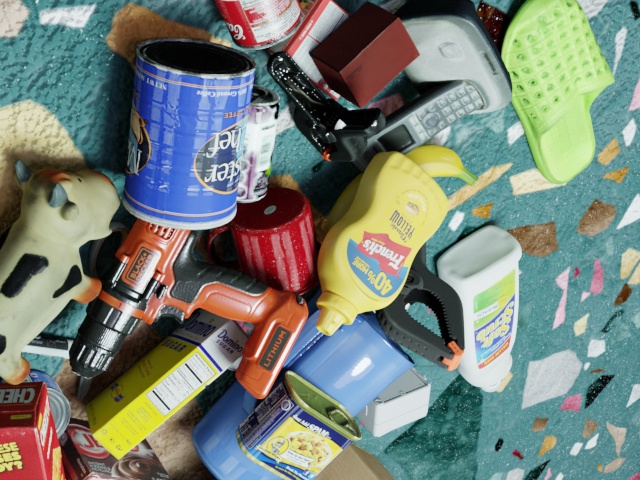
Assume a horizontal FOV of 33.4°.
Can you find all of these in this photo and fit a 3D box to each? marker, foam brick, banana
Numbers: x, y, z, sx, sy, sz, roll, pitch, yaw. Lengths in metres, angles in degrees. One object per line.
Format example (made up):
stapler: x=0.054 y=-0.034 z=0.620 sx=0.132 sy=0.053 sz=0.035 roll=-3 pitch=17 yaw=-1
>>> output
marker: x=-0.282 y=0.097 z=1.007 sx=0.120 sy=0.020 sz=0.020 roll=15 pitch=110 yaw=-42
foam brick: x=0.041 y=-0.172 z=0.988 sx=0.078 sy=0.051 sz=0.053 roll=-42 pitch=134 yaw=-6
banana: x=0.077 y=-0.056 z=1.136 sx=0.197 sy=0.069 sz=0.037 roll=-26 pitch=172 yaw=-17

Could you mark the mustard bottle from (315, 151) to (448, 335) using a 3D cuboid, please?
mustard bottle: x=0.050 y=0.011 z=1.064 sx=0.096 sy=0.058 sz=0.191 roll=43 pitch=68 yaw=-29

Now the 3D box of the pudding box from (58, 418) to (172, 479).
pudding box: x=-0.217 y=0.230 z=1.100 sx=0.113 sy=0.090 sz=0.039 roll=26 pitch=104 yaw=-45

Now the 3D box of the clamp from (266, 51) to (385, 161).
clamp: x=0.016 y=-0.110 z=1.004 sx=0.039 sy=0.120 sz=0.171 roll=-51 pitch=160 yaw=-6

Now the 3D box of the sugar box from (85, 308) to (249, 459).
sugar box: x=-0.154 y=0.136 z=1.076 sx=0.176 sy=0.093 sz=0.048 roll=-43 pitch=109 yaw=-6

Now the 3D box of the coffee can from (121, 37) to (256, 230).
coffee can: x=-0.115 y=-0.094 z=0.929 sx=0.102 sy=0.103 sz=0.140 roll=-7 pitch=120 yaw=-33

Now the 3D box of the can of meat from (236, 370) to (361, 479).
can of meat: x=-0.024 y=0.195 z=1.085 sx=0.102 sy=0.057 sz=0.084 roll=37 pitch=102 yaw=-30

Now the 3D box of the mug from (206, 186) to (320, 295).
mug: x=-0.057 y=0.001 z=1.068 sx=0.117 sy=0.093 sz=0.081 roll=-5 pitch=125 yaw=9

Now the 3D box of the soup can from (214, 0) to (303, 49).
soup can: x=-0.062 y=-0.223 z=0.908 sx=0.068 sy=0.069 sz=0.102 roll=-35 pitch=134 yaw=-11

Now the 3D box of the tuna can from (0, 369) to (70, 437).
tuna can: x=-0.291 y=0.169 z=1.042 sx=0.086 sy=0.034 sz=0.086 roll=-19 pitch=130 yaw=-25

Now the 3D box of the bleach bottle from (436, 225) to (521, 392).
bleach bottle: x=0.210 y=0.102 z=1.347 sx=0.102 sy=0.068 sz=0.251 roll=-31 pitch=136 yaw=-15

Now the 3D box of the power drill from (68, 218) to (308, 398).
power drill: x=-0.121 y=0.075 z=0.999 sx=0.187 sy=0.057 sz=0.184 roll=28 pitch=92 yaw=-14

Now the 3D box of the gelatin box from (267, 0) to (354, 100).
gelatin box: x=0.004 y=-0.185 z=1.011 sx=0.089 sy=0.030 sz=0.073 roll=29 pitch=99 yaw=-45

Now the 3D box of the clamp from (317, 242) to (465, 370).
clamp: x=0.094 y=0.044 z=1.129 sx=0.164 sy=0.210 sz=0.036 roll=-25 pitch=149 yaw=-28

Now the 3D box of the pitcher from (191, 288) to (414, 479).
pitcher: x=-0.028 y=0.164 z=1.168 sx=0.243 sy=0.145 sz=0.149 roll=-45 pitch=110 yaw=3

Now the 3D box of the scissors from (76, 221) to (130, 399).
scissors: x=-0.193 y=0.068 z=1.055 sx=0.096 sy=0.016 sz=0.202 roll=-11 pitch=126 yaw=-30

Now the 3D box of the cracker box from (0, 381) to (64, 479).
cracker box: x=-0.326 y=0.231 z=0.997 sx=0.164 sy=0.072 sz=0.214 roll=-2 pitch=125 yaw=-4
